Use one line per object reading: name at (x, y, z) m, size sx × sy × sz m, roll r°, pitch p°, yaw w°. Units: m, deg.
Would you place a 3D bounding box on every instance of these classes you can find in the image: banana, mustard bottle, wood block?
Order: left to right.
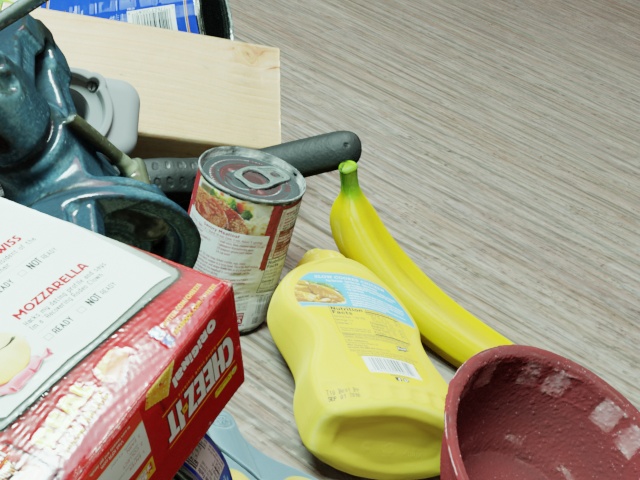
wood block at (-0.141, -0.102, 0.802) m, size 0.205 × 0.090 × 0.091 m, roll 6°, pitch 69°, yaw -20°
mustard bottle at (0.017, 0.061, 0.653) m, size 0.096 × 0.058 × 0.192 m, roll 11°, pitch 28°, yaw -21°
banana at (0.068, 0.036, 0.709) m, size 0.037 × 0.070 × 0.198 m, roll -42°, pitch 86°, yaw -19°

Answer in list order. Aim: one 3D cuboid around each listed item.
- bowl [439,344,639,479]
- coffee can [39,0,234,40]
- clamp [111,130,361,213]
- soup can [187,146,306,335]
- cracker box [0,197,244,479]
bowl at (0.119, 0.134, 0.550) m, size 0.162 × 0.055 × 0.162 m, roll 21°, pitch 39°, yaw -19°
coffee can at (-0.152, -0.174, 0.886) m, size 0.140 × 0.103 × 0.102 m, roll -6°, pitch 25°, yaw 11°
clamp at (-0.089, -0.036, 0.755) m, size 0.209 × 0.036 × 0.165 m, roll -8°, pitch -9°, yaw -13°
soup can at (-0.054, 0.001, 0.676) m, size 0.068 × 0.102 × 0.068 m, roll 13°, pitch 29°, yaw -8°
cracker box at (-0.162, 0.057, 0.416) m, size 0.214 × 0.072 × 0.164 m, roll 18°, pitch 48°, yaw 21°
